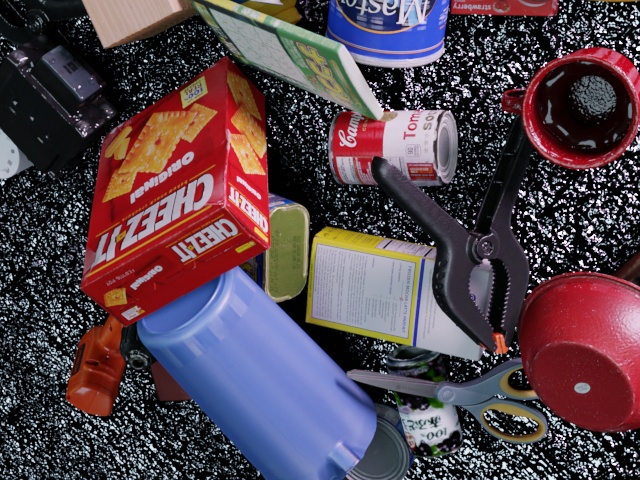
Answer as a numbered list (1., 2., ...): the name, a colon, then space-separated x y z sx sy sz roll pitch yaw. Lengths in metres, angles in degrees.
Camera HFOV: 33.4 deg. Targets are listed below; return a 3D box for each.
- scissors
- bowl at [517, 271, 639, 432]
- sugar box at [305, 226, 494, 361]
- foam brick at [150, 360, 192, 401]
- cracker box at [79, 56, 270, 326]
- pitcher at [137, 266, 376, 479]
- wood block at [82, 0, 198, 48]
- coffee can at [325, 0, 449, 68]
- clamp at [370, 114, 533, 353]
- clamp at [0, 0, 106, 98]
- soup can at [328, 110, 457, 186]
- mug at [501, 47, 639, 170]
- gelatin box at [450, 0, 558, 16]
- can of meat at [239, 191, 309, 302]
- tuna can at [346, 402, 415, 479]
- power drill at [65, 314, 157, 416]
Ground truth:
1. scissors: 0.134 0.129 0.998 0.201 0.016 0.096 26 106 -13
2. bowl: 0.234 0.109 0.915 0.162 0.055 0.162 21 131 26
3. sugar box: 0.076 0.049 1.021 0.176 0.048 0.093 11 111 17
4. foam brick: -0.136 0.130 1.127 0.051 0.078 0.053 -5 106 27
5. cracker box: -0.131 -0.049 0.974 0.164 0.213 0.072 -29 129 22
6. pitcher: -0.066 0.123 1.014 0.149 0.145 0.242 -18 129 28
7. wood block: -0.189 -0.296 0.992 0.091 0.090 0.206 -20 99 29
8. coffee can: 0.060 -0.227 0.882 0.103 0.102 0.140 17 124 18
9. clamp: 0.142 -0.005 0.930 0.036 0.164 0.210 21 133 64
10. clamp: -0.278 -0.213 1.092 0.172 0.039 0.120 22 117 19
11. soup can: 0.066 -0.084 0.964 0.102 0.068 0.068 2 109 23
12. mug: 0.208 -0.113 0.881 0.117 0.081 0.093 3 109 23
13. gelatin box: 0.155 -0.226 0.894 0.089 0.030 0.073 7 111 22
14. can of meat: -0.057 0.001 1.037 0.084 0.057 0.102 25 120 48
15. tuna can: 0.055 0.210 1.093 0.086 0.033 0.086 8 111 22
16. power drill: -0.199 0.099 1.098 0.057 0.184 0.188 27 127 -17
